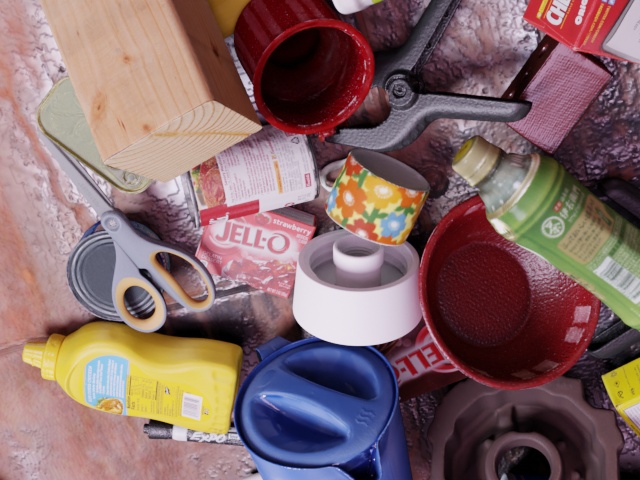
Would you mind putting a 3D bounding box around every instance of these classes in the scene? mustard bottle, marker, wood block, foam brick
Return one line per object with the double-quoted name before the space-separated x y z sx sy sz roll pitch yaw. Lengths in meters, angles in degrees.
"mustard bottle" -0.168 0.117 0.948 0.191 0.058 0.096 11 134 -1
"marker" -0.105 0.180 0.995 0.121 0.020 0.020 4 114 1
"wood block" -0.132 -0.157 0.757 0.090 0.090 0.206 -28 76 15
"foam brick" 0.180 -0.116 0.830 0.051 0.053 0.078 30 111 -10

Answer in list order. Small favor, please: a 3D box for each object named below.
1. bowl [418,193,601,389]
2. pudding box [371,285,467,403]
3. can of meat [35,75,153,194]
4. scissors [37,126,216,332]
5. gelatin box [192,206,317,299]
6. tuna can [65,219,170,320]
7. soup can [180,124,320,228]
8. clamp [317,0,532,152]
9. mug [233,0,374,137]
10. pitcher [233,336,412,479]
"bowl" 0.146 0.042 0.877 0.162 0.055 0.162 2 82 -16
"pudding box" 0.071 0.093 0.935 0.113 0.039 0.090 -23 112 13
"can of meat" -0.163 -0.095 0.843 0.102 0.084 0.057 37 110 -12
"scissors" -0.177 0.002 0.885 0.201 0.016 0.096 39 110 -13
"gelatin box" -0.056 0.001 0.908 0.089 0.030 0.073 19 113 -5
"tuna can" -0.174 0.025 0.923 0.086 0.033 0.086 1 114 3
"soup can" -0.058 -0.054 0.850 0.102 0.068 0.068 -14 113 -11
"clamp" 0.069 -0.129 0.827 0.172 0.039 0.120 -16 86 25
"mug" -0.013 -0.131 0.805 0.093 0.081 0.117 -26 132 -3
"pitcher" 0.014 0.200 0.922 0.145 0.149 0.243 1 134 18
